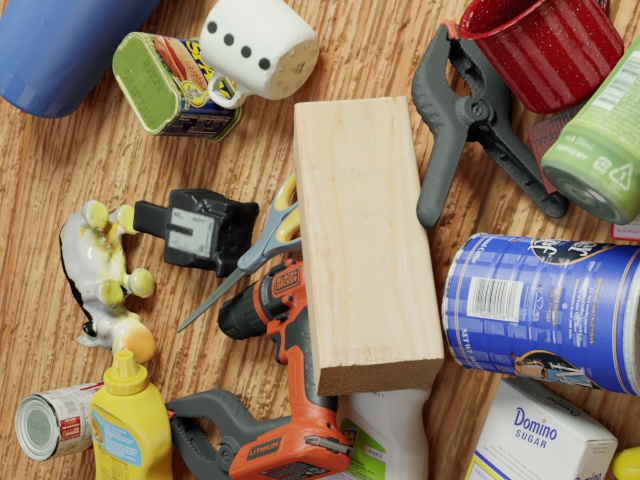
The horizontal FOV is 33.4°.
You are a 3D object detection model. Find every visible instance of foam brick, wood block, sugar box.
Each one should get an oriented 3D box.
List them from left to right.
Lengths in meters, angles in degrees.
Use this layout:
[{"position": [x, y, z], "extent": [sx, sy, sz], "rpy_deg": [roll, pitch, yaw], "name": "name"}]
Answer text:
[{"position": [0.032, 0.005, 0.809], "extent": [0.090, 0.091, 0.206], "rpy_deg": [-5, 69, -3], "name": "wood block"}, {"position": [0.150, 0.201, 0.800], "extent": [0.093, 0.048, 0.176], "rpy_deg": [36, 112, 48], "name": "sugar box"}, {"position": [0.196, -0.069, 0.754], "extent": [0.078, 0.051, 0.053], "rpy_deg": [-24, 78, 36], "name": "foam brick"}]

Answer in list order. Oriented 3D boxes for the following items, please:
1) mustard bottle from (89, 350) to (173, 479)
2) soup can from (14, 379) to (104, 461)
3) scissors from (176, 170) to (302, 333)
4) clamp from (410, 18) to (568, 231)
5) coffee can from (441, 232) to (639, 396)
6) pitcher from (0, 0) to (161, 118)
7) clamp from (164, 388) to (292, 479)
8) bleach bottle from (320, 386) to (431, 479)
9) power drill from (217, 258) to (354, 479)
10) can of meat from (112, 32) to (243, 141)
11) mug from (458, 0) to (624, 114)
[{"position": [-0.181, 0.193, 1.025], "extent": [0.096, 0.058, 0.192], "rpy_deg": [22, 122, 41], "name": "mustard bottle"}, {"position": [-0.246, 0.180, 1.076], "extent": [0.069, 0.102, 0.068], "rpy_deg": [3, 94, 37], "name": "soup can"}, {"position": [-0.056, 0.001, 0.939], "extent": [0.202, 0.016, 0.096], "rpy_deg": [-33, 40, 29], "name": "scissors"}, {"position": [0.122, -0.084, 0.799], "extent": [0.039, 0.120, 0.171], "rpy_deg": [139, 132, -60], "name": "clamp"}, {"position": [0.171, 0.050, 0.748], "extent": [0.141, 0.102, 0.103], "rpy_deg": [5, 96, 37], "name": "coffee can"}, {"position": [-0.236, -0.241, 1.027], "extent": [0.243, 0.144, 0.149], "rpy_deg": [-46, 43, 33], "name": "pitcher"}, {"position": [-0.073, 0.207, 0.986], "extent": [0.210, 0.036, 0.164], "rpy_deg": [15, 104, 38], "name": "clamp"}, {"position": [0.049, 0.199, 0.878], "extent": [0.103, 0.067, 0.251], "rpy_deg": [17, 100, 35], "name": "bleach bottle"}, {"position": [-0.032, 0.108, 0.896], "extent": [0.185, 0.057, 0.187], "rpy_deg": [-27, 51, 44], "name": "power drill"}, {"position": [-0.133, -0.142, 0.981], "extent": [0.058, 0.083, 0.102], "rpy_deg": [-43, 68, 31], "name": "can of meat"}, {"position": [0.163, -0.151, 0.748], "extent": [0.081, 0.117, 0.093], "rpy_deg": [47, 156, -23], "name": "mug"}]
